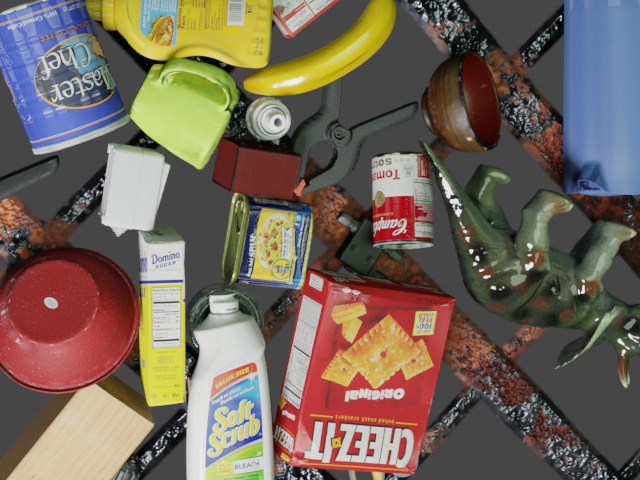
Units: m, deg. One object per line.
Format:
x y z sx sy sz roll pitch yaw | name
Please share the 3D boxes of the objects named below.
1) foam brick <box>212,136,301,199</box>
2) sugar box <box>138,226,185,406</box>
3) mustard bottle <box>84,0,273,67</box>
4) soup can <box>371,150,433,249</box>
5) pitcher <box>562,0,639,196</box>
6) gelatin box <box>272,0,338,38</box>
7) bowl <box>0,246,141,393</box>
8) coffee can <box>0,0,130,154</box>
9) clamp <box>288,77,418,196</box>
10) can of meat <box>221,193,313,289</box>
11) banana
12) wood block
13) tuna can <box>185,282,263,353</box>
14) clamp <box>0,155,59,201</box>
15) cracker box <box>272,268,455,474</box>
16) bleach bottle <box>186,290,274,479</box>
-0.069 -0.078 1.150 0.078 0.053 0.051 6 103 -32 | foam brick
-0.171 0.079 1.142 0.048 0.093 0.176 -4 101 -15 | sugar box
-0.145 -0.231 1.093 0.191 0.058 0.096 4 82 -2 | mustard bottle
0.091 -0.044 1.190 0.068 0.069 0.102 1 84 -16 | soup can
0.345 -0.175 1.226 0.145 0.149 0.243 -4 99 1 | pitcher
-0.031 -0.274 1.145 0.073 0.030 0.089 -39 108 -7 | gelatin box
-0.268 0.071 1.090 0.162 0.055 0.162 0 67 -1 | bowl
-0.262 -0.169 1.063 0.102 0.103 0.140 -22 105 -11 | coffee can
0.014 -0.129 1.182 0.120 0.039 0.171 44 85 -6 | clamp
-0.058 0.001 1.177 0.083 0.057 0.102 7 99 -19 | can of meat
0.011 -0.204 1.146 0.198 0.070 0.037 -37 148 2 | banana
-0.280 0.239 1.144 0.090 0.091 0.206 39 88 -19 | wood block
-0.108 0.091 1.192 0.086 0.034 0.086 -3 101 -15 | tuna can
-0.376 -0.037 1.092 0.164 0.036 0.210 23 93 -19 | clamp
0.048 0.150 1.203 0.164 0.072 0.214 10 96 -25 | cracker box
-0.105 0.181 1.156 0.102 0.068 0.251 -6 98 -15 | bleach bottle
